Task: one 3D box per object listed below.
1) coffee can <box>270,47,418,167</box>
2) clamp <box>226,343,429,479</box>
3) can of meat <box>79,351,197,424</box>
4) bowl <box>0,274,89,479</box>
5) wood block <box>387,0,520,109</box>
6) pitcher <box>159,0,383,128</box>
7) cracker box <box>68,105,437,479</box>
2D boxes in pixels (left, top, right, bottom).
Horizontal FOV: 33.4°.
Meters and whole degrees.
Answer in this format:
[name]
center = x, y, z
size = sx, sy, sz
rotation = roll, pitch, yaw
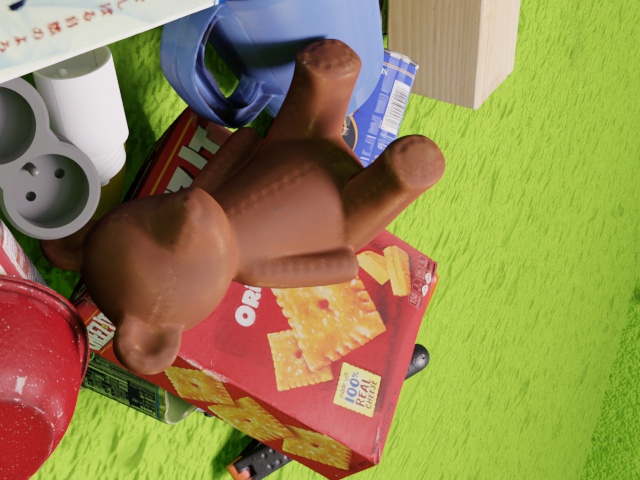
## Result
[coffee can]
center = 0.011, -0.088, 0.863
size = 0.102, 0.103, 0.140
rotation = 10, 98, -64
[clamp]
center = 0.001, 0.163, 1.001
size = 0.209, 0.165, 0.036
rotation = -34, 93, -42
[can of meat]
center = -0.112, 0.076, 0.750
size = 0.101, 0.084, 0.057
rotation = -41, 141, -46
[bowl]
center = -0.190, 0.093, 0.551
size = 0.162, 0.055, 0.162
rotation = -19, 140, -18
[wood block]
center = 0.115, -0.228, 0.899
size = 0.090, 0.091, 0.206
rotation = -46, 145, -42
[pitcher]
center = -0.029, -0.153, 0.688
size = 0.242, 0.149, 0.145
rotation = 58, 10, -73
[cracker box]
center = -0.038, 0.035, 0.704
size = 0.072, 0.213, 0.164
rotation = -37, -155, 53
